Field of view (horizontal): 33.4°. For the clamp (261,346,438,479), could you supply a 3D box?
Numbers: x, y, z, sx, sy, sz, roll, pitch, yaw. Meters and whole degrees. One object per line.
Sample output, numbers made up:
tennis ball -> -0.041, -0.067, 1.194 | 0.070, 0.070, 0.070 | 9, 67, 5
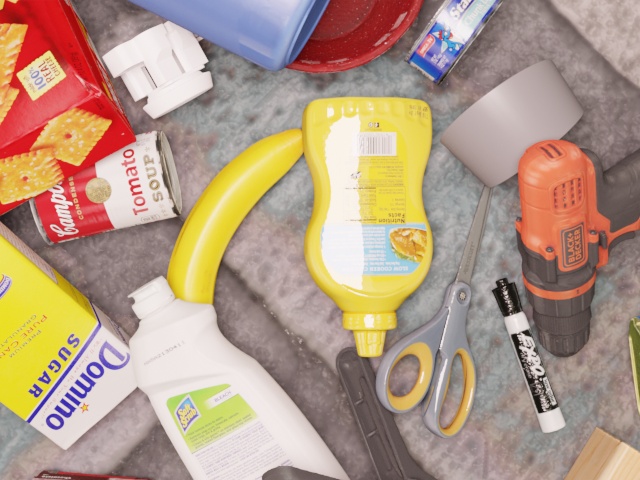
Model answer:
clamp -> 0.058, 0.182, 0.772 | 0.210, 0.164, 0.036 | 44, 125, -12

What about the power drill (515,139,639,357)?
power drill -> 0.232, -0.011, 0.773 | 0.187, 0.057, 0.184 | -22, 129, -11

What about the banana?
banana -> -0.073, -0.001, 0.817 | 0.069, 0.037, 0.198 | 20, 90, -20

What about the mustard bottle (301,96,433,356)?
mustard bottle -> 0.036, -0.009, 0.800 | 0.096, 0.058, 0.191 | -1, 88, -11

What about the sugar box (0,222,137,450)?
sugar box -> -0.211, 0.067, 0.764 | 0.093, 0.048, 0.176 | -42, 122, 0

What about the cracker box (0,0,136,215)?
cracker box -> -0.261, -0.094, 0.770 | 0.213, 0.072, 0.164 | -28, 58, 0

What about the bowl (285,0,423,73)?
bowl -> 0.000, -0.202, 0.809 | 0.162, 0.055, 0.162 | 0, 88, 1

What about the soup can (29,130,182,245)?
soup can -> -0.161, -0.040, 0.801 | 0.102, 0.068, 0.068 | -12, 88, 0

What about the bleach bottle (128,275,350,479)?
bleach bottle -> -0.056, 0.136, 0.778 | 0.102, 0.068, 0.251 | -30, 95, 6

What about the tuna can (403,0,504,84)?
tuna can -> 0.100, -0.158, 0.791 | 0.034, 0.086, 0.086 | 37, 89, 0

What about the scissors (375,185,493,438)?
scissors -> 0.088, 0.048, 0.802 | 0.096, 0.016, 0.202 | 4, 89, -31

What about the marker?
marker -> 0.158, 0.087, 0.815 | 0.020, 0.020, 0.121 | -19, 88, 0
